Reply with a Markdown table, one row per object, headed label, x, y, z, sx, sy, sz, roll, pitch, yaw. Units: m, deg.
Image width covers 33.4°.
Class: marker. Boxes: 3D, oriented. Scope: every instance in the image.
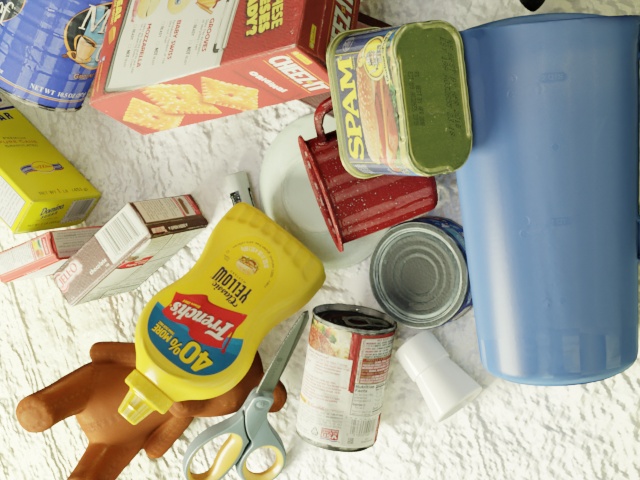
| label | x | y | z | sx | sy | sz | roll | pitch | yaw |
| --- | --- | --- | --- | --- | --- | --- | --- | --- | --- |
| marker | -0.056 | 0.001 | 0.904 | 0.020 | 0.020 | 0.121 | -17 | 88 | 30 |

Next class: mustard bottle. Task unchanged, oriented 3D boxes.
| label | x | y | z | sx | sy | sz | roll | pitch | yaw |
| --- | --- | --- | --- | --- | --- | --- | --- | --- | --- |
| mustard bottle | -0.089 | 0.067 | 0.846 | 0.096 | 0.058 | 0.191 | 38 | 79 | 14 |

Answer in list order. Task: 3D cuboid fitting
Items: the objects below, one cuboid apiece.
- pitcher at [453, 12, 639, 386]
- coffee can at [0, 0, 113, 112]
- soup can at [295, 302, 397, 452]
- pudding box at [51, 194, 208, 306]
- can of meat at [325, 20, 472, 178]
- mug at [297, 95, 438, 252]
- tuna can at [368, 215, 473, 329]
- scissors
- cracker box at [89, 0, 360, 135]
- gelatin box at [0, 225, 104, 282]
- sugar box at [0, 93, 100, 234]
| label | x | y | z | sx | sy | sz | roll | pitch | yaw |
| --- | --- | --- | --- | --- | --- | --- | --- | --- | --- |
| pitcher | 0.165 | -0.031 | 0.721 | 0.149 | 0.144 | 0.243 | 9 | 107 | 61 |
| coffee can | -0.228 | -0.197 | 0.927 | 0.103 | 0.102 | 0.140 | 37 | 113 | 20 |
| soup can | 0.020 | 0.108 | 0.848 | 0.069 | 0.068 | 0.102 | 15 | 104 | 27 |
| pudding box | -0.165 | 0.008 | 0.925 | 0.114 | 0.089 | 0.039 | -37 | 80 | 27 |
| can of meat | 0.053 | -0.092 | 0.700 | 0.084 | 0.057 | 0.102 | 10 | 110 | 62 |
| mug | 0.033 | -0.058 | 0.791 | 0.081 | 0.093 | 0.117 | -20 | 116 | -3 |
| tuna can | 0.081 | 0.025 | 0.823 | 0.086 | 0.033 | 0.086 | 4 | 98 | 29 |
| scissors | -0.038 | 0.141 | 0.879 | 0.202 | 0.096 | 0.016 | -48 | 35 | 23 |
| cracker box | -0.069 | -0.180 | 0.813 | 0.214 | 0.072 | 0.164 | -7 | 66 | 37 |
| gelatin box | -0.237 | 0.010 | 0.966 | 0.073 | 0.089 | 0.030 | -19 | 86 | 29 |
| sugar box | -0.294 | -0.081 | 0.984 | 0.176 | 0.093 | 0.048 | 45 | 114 | 16 |
